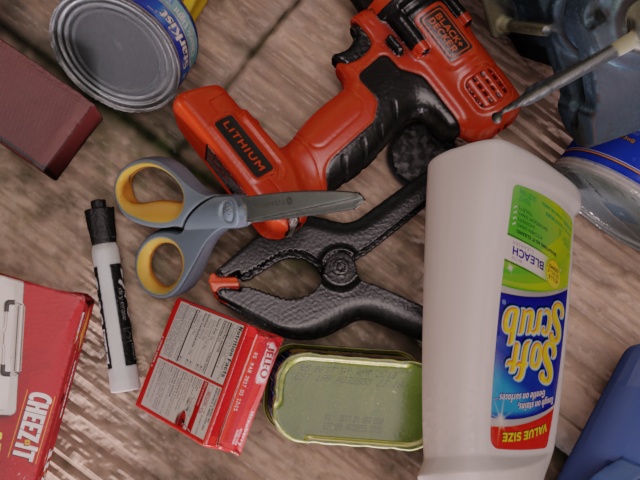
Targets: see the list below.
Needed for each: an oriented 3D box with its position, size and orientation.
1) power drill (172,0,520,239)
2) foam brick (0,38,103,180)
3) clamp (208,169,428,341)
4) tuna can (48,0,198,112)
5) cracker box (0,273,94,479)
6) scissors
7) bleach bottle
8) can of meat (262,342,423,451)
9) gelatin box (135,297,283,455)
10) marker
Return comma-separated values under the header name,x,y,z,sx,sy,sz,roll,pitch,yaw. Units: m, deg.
name,x,y,z,sx,sy,sz,roll,pitch,yaw
power drill,0.005,-0.104,0.659,0.187,0.057,0.184,-35,81,-12
foam brick,-0.182,-0.081,0.655,0.078,0.053,0.051,35,84,-3
clamp,0.020,0.029,0.666,0.171,0.039,0.120,-16,69,-3
tuna can,-0.118,-0.121,0.646,0.086,0.086,0.033,28,49,-2
cracker box,-0.259,0.083,0.629,0.213,0.072,0.164,15,85,-4
scissors,-0.054,0.001,0.615,0.016,0.202,0.096,-12,111,-45
bleach bottle,0.099,0.074,0.597,0.102,0.068,0.251,27,59,-40
can of meat,0.018,0.093,0.642,0.102,0.084,0.057,4,86,-4
gelatin box,-0.067,0.079,0.636,0.030,0.089,0.073,24,84,-37
marker,-0.130,0.034,0.667,0.020,0.020,0.121,-9,87,-5
